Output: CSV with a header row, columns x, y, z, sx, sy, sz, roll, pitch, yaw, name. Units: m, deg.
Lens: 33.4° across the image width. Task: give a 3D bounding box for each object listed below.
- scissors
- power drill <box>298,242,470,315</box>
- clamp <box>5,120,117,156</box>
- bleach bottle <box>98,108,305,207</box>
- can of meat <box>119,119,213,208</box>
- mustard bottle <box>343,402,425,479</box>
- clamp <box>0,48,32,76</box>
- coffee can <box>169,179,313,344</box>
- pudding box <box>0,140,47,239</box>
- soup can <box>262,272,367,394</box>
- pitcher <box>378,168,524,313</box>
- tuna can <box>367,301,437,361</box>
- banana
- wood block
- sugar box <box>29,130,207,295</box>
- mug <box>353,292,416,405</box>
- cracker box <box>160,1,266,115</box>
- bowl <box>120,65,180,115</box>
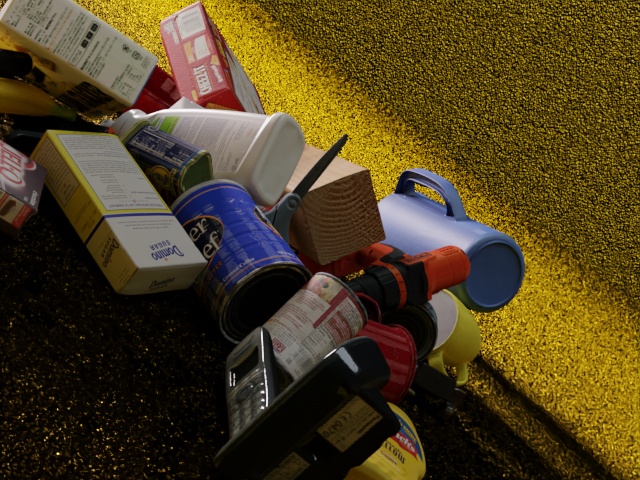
x,y,z,sx,sy,sz,roll,pitch,yaw,name
-0.028,-0.022,1.174,0.096,0.201,0.016,57,-7,-21,scissors
0.052,0.038,1.244,0.184,0.057,0.188,-15,19,-29,power drill
-0.244,-0.083,1.121,0.120,0.039,0.171,45,22,2,clamp
-0.146,-0.108,1.191,0.251,0.102,0.068,14,-21,31,bleach bottle
-0.159,-0.065,1.109,0.084,0.102,0.057,25,54,20,can of meat
0.049,0.188,0.944,0.096,0.058,0.191,39,14,0,mustard bottle
-0.389,-0.186,1.036,0.164,0.036,0.209,17,16,7,clamp
-0.084,0.020,1.054,0.102,0.103,0.140,22,22,-46,coffee can
-0.289,-0.056,0.931,0.090,0.039,0.113,33,16,-20,pudding box
-0.014,0.087,0.981,0.069,0.102,0.068,36,-28,22,soup can
0.169,0.006,1.467,0.149,0.145,0.243,42,-7,-28,pitcher
0.095,0.103,1.251,0.086,0.086,0.033,36,16,-7,tuna can
-0.333,-0.145,1.069,0.070,0.037,0.197,14,10,28,banana
-0.011,-0.049,1.296,0.206,0.090,0.091,32,-39,64,wood block
-0.192,-0.028,1.006,0.093,0.048,0.176,-3,52,-52,sugar box
0.036,0.107,1.070,0.081,0.093,0.117,21,62,-33,mug
-0.130,-0.188,1.435,0.213,0.072,0.164,56,12,-57,cracker box
-0.241,-0.199,1.441,0.162,0.055,0.162,35,15,-11,bowl
